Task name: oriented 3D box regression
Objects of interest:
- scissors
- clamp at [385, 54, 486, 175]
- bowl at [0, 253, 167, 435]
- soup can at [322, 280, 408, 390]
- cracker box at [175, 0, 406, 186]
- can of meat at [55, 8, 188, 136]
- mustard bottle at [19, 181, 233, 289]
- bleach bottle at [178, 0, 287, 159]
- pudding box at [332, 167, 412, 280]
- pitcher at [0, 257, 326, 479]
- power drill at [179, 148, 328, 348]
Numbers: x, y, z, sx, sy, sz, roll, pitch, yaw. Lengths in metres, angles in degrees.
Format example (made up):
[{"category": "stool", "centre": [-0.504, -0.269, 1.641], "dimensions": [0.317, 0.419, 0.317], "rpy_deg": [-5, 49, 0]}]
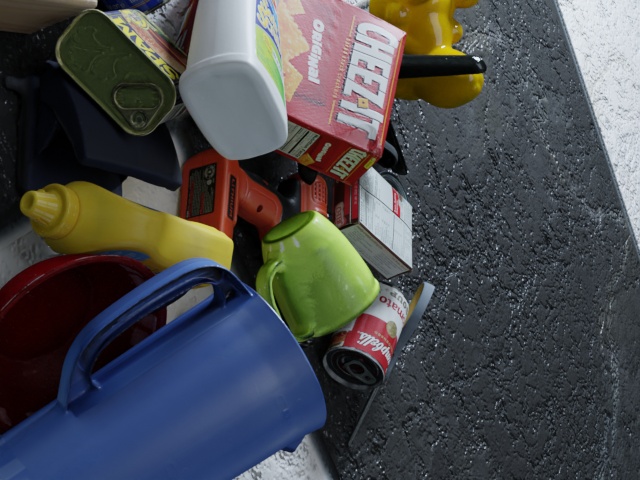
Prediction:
[{"category": "scissors", "centre": [0.073, 0.137, 1.201], "dimensions": [0.016, 0.096, 0.201], "rpy_deg": [30, 82, -2]}, {"category": "clamp", "centre": [0.057, -0.174, 1.195], "dimensions": [0.210, 0.165, 0.036], "rpy_deg": [24, 26, -10]}, {"category": "bowl", "centre": [-0.196, 0.068, 0.796], "dimensions": [0.161, 0.055, 0.162], "rpy_deg": [-27, 137, -29]}, {"category": "soup can", "centre": [0.050, 0.101, 1.148], "dimensions": [0.068, 0.069, 0.102], "rpy_deg": [54, 42, -30]}, {"category": "cracker box", "centre": [-0.031, -0.173, 1.035], "dimensions": [0.213, 0.072, 0.164], "rpy_deg": [23, 59, -17]}, {"category": "can of meat", "centre": [-0.148, -0.138, 0.855], "dimensions": [0.102, 0.057, 0.084], "rpy_deg": [45, 19, -1]}, {"category": "mustard bottle", "centre": [-0.162, -0.006, 0.851], "dimensions": [0.191, 0.096, 0.058], "rpy_deg": [22, 74, -55]}, {"category": "bleach bottle", "centre": [-0.069, -0.188, 0.903], "dimensions": [0.102, 0.068, 0.251], "rpy_deg": [62, 19, -46]}, {"category": "pudding box", "centre": [0.056, -0.023, 1.142], "dimensions": [0.113, 0.039, 0.090], "rpy_deg": [39, 43, -41]}, {"category": "pitcher", "centre": [-0.130, 0.133, 0.778], "dimensions": [0.242, 0.145, 0.149], "rpy_deg": [-31, 75, -22]}, {"category": "power drill", "centre": [-0.057, 0.001, 1.040], "dimensions": [0.187, 0.057, 0.184], "rpy_deg": [26, 58, -51]}]
